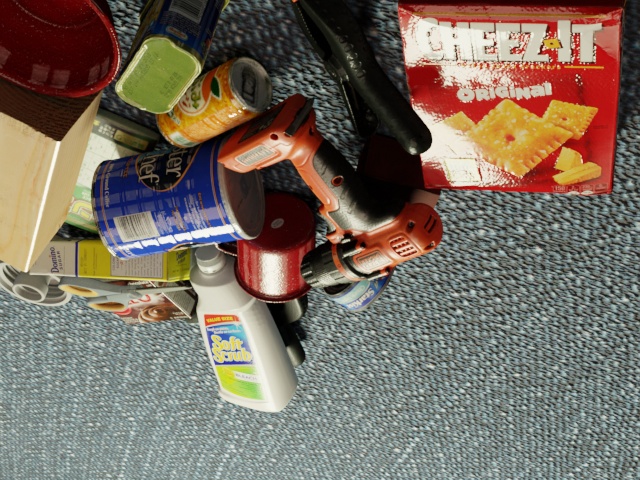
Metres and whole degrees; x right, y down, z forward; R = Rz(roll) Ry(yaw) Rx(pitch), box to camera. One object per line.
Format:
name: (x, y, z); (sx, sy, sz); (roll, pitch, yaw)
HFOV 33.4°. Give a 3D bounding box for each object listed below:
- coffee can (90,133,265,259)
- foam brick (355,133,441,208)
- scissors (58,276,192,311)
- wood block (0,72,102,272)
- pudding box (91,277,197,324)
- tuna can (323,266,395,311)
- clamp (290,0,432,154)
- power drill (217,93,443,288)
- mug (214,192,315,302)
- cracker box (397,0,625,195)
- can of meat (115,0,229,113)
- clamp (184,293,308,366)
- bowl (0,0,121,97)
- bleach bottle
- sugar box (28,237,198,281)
coffee can: (-0.137, -0.041, 1.044); (0.140, 0.103, 0.102); (-10, 142, 17)
foam brick: (0.073, -0.058, 1.005); (0.078, 0.051, 0.053); (16, 146, -4)
scissors: (-0.233, 0.053, 1.223); (0.096, 0.016, 0.202); (24, 156, -27)
wood block: (-0.290, -0.076, 1.045); (0.090, 0.090, 0.206); (27, 138, -3)
pudding box: (-0.221, 0.062, 1.310); (0.114, 0.039, 0.090); (-10, 140, 33)
tuna can: (0.041, 0.030, 1.119); (0.033, 0.086, 0.086); (32, 143, -24)
clamp: (0.023, -0.143, 0.874); (0.171, 0.039, 0.120); (58, 163, -13)
power drill: (-0.003, -0.037, 0.981); (0.187, 0.057, 0.185); (43, 142, -19)
mug: (-0.057, 0.001, 1.114); (0.117, 0.093, 0.081); (14, 143, 10)
cracker box: (0.156, -0.126, 0.852); (0.164, 0.072, 0.213); (4, 145, 15)
can of meat: (-0.125, -0.165, 0.889); (0.057, 0.084, 0.102); (26, 145, -18)
clamp: (-0.080, 0.078, 1.285); (0.164, 0.036, 0.210); (19, 147, -1)
bowl: (-0.239, -0.197, 0.909); (0.162, 0.055, 0.162); (11, 146, 7)
bleach bottle: (-0.101, 0.096, 1.234); (0.103, 0.068, 0.251); (12, 141, 27)
sugar box: (-0.230, 0.019, 1.208); (0.176, 0.048, 0.093); (4, -177, 18)
